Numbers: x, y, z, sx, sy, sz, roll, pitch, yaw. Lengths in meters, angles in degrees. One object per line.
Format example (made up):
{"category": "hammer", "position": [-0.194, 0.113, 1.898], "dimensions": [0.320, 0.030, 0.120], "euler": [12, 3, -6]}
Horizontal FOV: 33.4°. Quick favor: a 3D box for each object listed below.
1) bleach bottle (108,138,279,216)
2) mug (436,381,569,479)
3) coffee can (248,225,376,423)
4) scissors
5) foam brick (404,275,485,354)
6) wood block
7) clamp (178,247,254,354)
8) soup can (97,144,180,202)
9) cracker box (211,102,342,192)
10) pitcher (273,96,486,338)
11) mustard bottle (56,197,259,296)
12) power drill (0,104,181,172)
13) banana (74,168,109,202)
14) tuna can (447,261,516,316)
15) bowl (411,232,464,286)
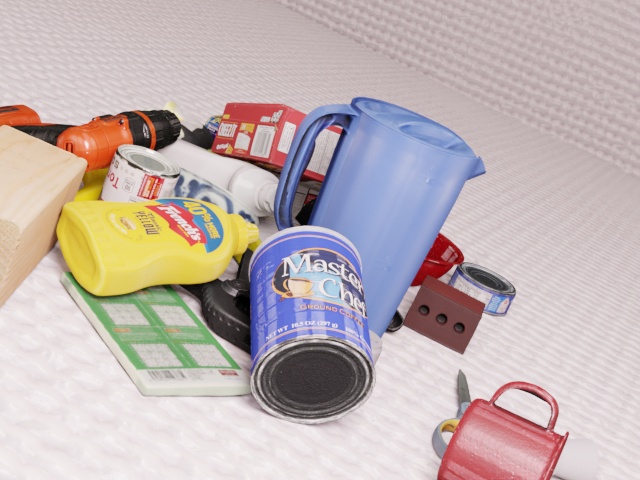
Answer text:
{"category": "bleach bottle", "position": [-0.132, -0.074, 1.185], "dimensions": [0.251, 0.068, 0.102], "euler": [20, 2, 44]}
{"category": "mug", "position": [0.152, 0.171, 0.875], "dimensions": [0.081, 0.117, 0.093], "euler": [24, 11, 18]}
{"category": "coffee can", "position": [-0.010, 0.070, 0.914], "dimensions": [0.102, 0.103, 0.140], "euler": [18, 36, -18]}
{"category": "scissors", "position": [0.157, 0.177, 1.019], "dimensions": [0.096, 0.016, 0.201], "euler": [29, 18, 11]}
{"category": "foam brick", "position": [0.140, 0.083, 1.208], "dimensions": [0.078, 0.053, 0.051], "euler": [26, 18, 8]}
{"category": "wood block", "position": [-0.279, -0.021, 0.915], "dimensions": [0.090, 0.091, 0.206], "euler": [23, 17, -5]}
{"category": "clamp", "position": [-0.080, 0.053, 1.033], "dimensions": [0.120, 0.039, 0.172], "euler": [-9, 41, -39]}
{"category": "soup can", "position": [-0.185, -0.035, 1.052], "dimensions": [0.068, 0.102, 0.068], "euler": [21, 18, -8]}
{"category": "cracker box", "position": [0.005, -0.095, 1.234], "dimensions": [0.213, 0.072, 0.164], "euler": [18, -1, -29]}
{"category": "pitcher", "position": [0.038, -0.011, 1.035], "dimensions": [0.149, 0.243, 0.144], "euler": [31, 19, 22]}
{"category": "mustard bottle", "position": [-0.138, 0.000, 0.987], "dimensions": [0.191, 0.058, 0.096], "euler": [-5, 42, -39]}
{"category": "power drill", "position": [-0.262, -0.113, 1.128], "dimensions": [0.188, 0.057, 0.184], "euler": [4, 14, 25]}
{"category": "banana", "position": [-0.249, -0.046, 1.122], "dimensions": [0.069, 0.037, 0.198], "euler": [3, 19, -5]}
{"category": "tuna can", "position": [0.210, 0.062, 1.386], "dimensions": [0.086, 0.034, 0.086], "euler": [21, 18, -7]}
{"category": "bowl", "position": [0.099, 0.012, 1.354], "dimensions": [0.162, 0.055, 0.162], "euler": [21, 18, -7]}
